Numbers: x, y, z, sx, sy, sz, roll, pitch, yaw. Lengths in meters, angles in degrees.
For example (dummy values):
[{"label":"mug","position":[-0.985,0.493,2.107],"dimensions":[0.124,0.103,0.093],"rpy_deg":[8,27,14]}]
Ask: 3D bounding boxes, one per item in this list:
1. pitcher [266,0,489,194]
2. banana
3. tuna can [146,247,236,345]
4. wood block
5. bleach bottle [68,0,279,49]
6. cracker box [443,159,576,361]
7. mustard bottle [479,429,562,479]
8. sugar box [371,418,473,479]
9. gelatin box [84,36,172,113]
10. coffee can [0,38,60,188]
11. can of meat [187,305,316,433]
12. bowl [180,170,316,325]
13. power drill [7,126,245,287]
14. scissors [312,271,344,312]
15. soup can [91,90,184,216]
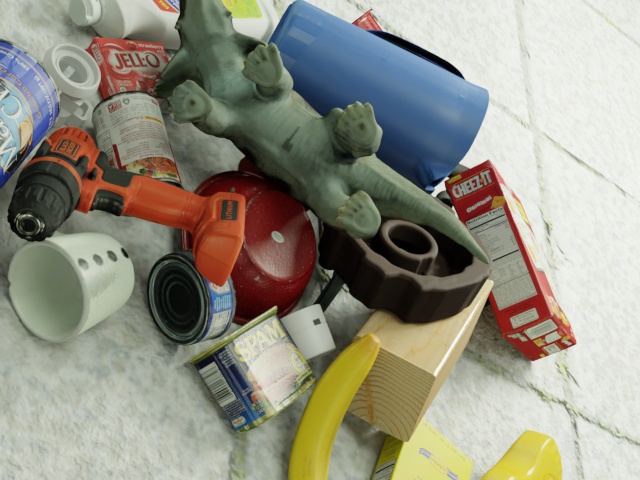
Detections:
[{"label":"pitcher","position":[0.055,-0.169,1.177],"dimensions":[0.242,0.145,0.149],"rpy_deg":[28,6,-9]},{"label":"banana","position":[0.008,0.180,0.985],"dimensions":[0.037,0.070,0.197],"rpy_deg":[40,58,-54]},{"label":"tuna can","position":[-0.118,0.051,0.961],"dimensions":[0.033,0.086,0.086],"rpy_deg":[-12,71,-48]},{"label":"wood block","position":[0.099,0.103,1.111],"dimensions":[0.090,0.091,0.205],"rpy_deg":[27,33,12]},{"label":"bleach bottle","position":[-0.161,-0.248,1.167],"dimensions":[0.250,0.068,0.102],"rpy_deg":[-17,73,-48]},{"label":"cracker box","position":[0.235,0.029,1.317],"dimensions":[0.164,0.072,0.214],"rpy_deg":[35,33,-61]},{"label":"mustard bottle","position":[0.189,0.278,1.108],"dimensions":[0.191,0.058,0.096],"rpy_deg":[-26,124,-51]},{"label":"sugar box","position":[0.091,0.263,1.046],"dimensions":[0.093,0.048,0.176],"rpy_deg":[41,38,-14]},{"label":"gelatin box","position":[-0.191,-0.170,1.099],"dimensions":[0.089,0.030,0.073],"rpy_deg":[-4,64,-48]},{"label":"coffee can","position":[-0.291,-0.089,0.874],"dimensions":[0.102,0.103,0.140],"rpy_deg":[41,39,-16]},{"label":"can of meat","position":[-0.060,0.121,0.991],"dimensions":[0.101,0.058,0.084],"rpy_deg":[-29,87,-52]},{"label":"bowl","position":[-0.057,0.001,1.055],"dimensions":[0.161,0.055,0.162],"rpy_deg":[14,68,-38]},{"label":"power drill","position":[-0.158,-0.025,0.888],"dimensions":[0.187,0.057,0.184],"rpy_deg":[22,23,-11]},{"label":"scissors","position":[0.019,0.016,1.146],"dimensions":[0.201,0.016,0.096],"rpy_deg":[-34,98,-39]},{"label":"soup can","position":[-0.175,-0.083,1.019],"dimensions":[0.068,0.069,0.102],"rpy_deg":[5,58,-44]}]
